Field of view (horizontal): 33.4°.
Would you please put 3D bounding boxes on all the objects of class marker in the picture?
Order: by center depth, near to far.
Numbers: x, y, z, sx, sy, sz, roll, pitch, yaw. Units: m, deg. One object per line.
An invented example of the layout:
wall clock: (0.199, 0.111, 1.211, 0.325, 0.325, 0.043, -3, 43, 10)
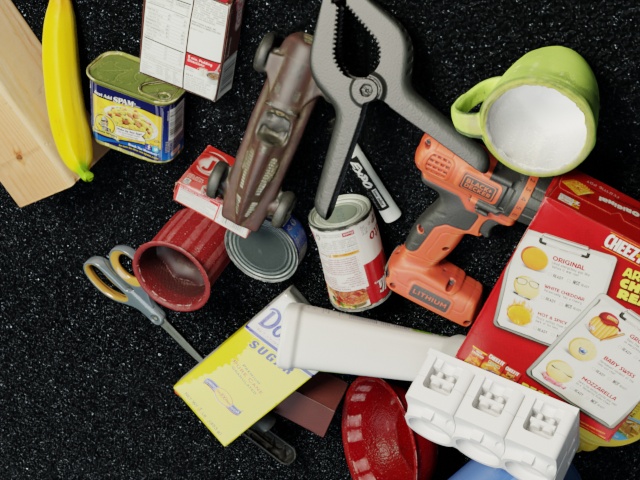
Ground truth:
marker: (0.043, -0.070, 1.053, 0.020, 0.020, 0.121, -18, 115, 35)

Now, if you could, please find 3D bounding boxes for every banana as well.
banana: (-0.256, -0.152, 1.090, 0.070, 0.037, 0.198, -14, 86, 52)

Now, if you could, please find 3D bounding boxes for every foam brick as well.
foam brick: (-0.015, 0.182, 1.253, 0.078, 0.051, 0.053, 27, 131, 5)

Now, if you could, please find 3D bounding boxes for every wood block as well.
wood block: (-0.329, -0.151, 1.131, 0.091, 0.090, 0.206, -17, 115, 34)

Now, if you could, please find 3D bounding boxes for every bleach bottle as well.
bleach bottle: (0.084, 0.116, 1.106, 0.251, 0.102, 0.068, 9, 91, 2)

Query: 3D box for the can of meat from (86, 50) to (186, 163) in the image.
can of meat: (-0.187, -0.135, 1.095, 0.102, 0.057, 0.084, 21, 133, 12)

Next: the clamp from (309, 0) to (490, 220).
clamp: (0.038, -0.127, 0.954, 0.165, 0.036, 0.210, -23, 94, 17)

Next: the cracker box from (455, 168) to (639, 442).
cracker box: (0.238, 0.060, 0.951, 0.164, 0.072, 0.214, 29, 132, 9)

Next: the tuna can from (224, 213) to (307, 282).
tuna can: (-0.058, 0.001, 1.148, 0.086, 0.033, 0.086, 14, 130, 17)

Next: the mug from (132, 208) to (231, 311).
mug: (-0.147, 0.026, 1.180, 0.093, 0.081, 0.117, 18, 131, 13)

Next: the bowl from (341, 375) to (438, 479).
bowl: (0.086, 0.227, 1.203, 0.162, 0.055, 0.162, 20, 113, 60)

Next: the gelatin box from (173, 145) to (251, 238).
gelatin box: (-0.096, -0.052, 1.100, 0.089, 0.073, 0.030, 29, 133, 4)

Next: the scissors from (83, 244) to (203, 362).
scissors: (-0.195, 0.076, 1.287, 0.201, 0.016, 0.096, 36, 132, -3)

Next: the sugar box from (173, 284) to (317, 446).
sugar box: (-0.069, 0.141, 1.197, 0.176, 0.048, 0.093, -41, 92, 15)

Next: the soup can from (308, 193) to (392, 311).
soup can: (0.031, 0.012, 1.090, 0.069, 0.068, 0.102, 0, 124, 26)

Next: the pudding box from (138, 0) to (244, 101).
pudding box: (-0.125, -0.200, 1.027, 0.090, 0.039, 0.114, 23, 130, 10)

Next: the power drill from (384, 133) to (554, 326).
power drill: (0.155, -0.004, 1.026, 0.184, 0.057, 0.188, 28, 130, 5)

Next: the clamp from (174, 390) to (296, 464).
clamp: (-0.103, 0.219, 1.318, 0.172, 0.039, 0.120, 23, 149, 36)
